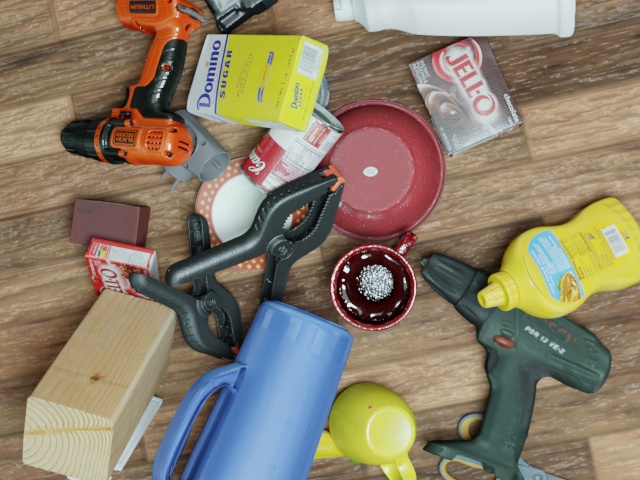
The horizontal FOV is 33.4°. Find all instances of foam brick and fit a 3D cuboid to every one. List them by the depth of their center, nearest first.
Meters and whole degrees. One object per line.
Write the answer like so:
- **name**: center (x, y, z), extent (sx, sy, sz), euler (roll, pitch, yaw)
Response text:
- **foam brick**: center (-0.238, -0.018, 1.213), extent (0.078, 0.051, 0.053), euler (8, 92, 6)

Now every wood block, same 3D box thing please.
- **wood block**: center (-0.229, 0.149, 1.130), extent (0.091, 0.206, 0.090), euler (15, 120, 4)

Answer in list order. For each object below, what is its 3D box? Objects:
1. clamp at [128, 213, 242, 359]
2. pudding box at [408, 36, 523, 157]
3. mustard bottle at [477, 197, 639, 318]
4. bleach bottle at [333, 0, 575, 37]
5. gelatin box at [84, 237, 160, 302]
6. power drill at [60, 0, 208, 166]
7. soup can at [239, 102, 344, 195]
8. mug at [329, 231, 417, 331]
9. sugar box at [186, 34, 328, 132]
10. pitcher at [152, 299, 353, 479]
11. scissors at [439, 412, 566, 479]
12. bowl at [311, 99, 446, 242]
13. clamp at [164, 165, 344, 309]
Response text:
- **clamp**: center (-0.141, 0.069, 1.174), extent (0.120, 0.039, 0.171), euler (-35, 111, -35)
- **pudding box**: center (0.159, -0.160, 1.170), extent (0.090, 0.039, 0.113), euler (-24, 89, 6)
- **mustard bottle**: center (0.249, 0.029, 1.119), extent (0.191, 0.058, 0.096), euler (-21, 79, -19)
- **bleach bottle**: center (0.140, -0.257, 1.144), extent (0.251, 0.068, 0.102), euler (-4, 49, 8)
- **gelatin box**: center (-0.220, 0.038, 1.196), extent (0.073, 0.089, 0.030), euler (12, 57, 4)
- **power drill**: center (-0.206, -0.175, 1.185), extent (0.185, 0.057, 0.187), euler (8, 87, 33)
- **soup can**: center (-0.030, -0.099, 1.149), extent (0.068, 0.068, 0.102), euler (39, 105, 4)
- **mug**: center (0.066, 0.039, 1.165), extent (0.093, 0.081, 0.117), euler (34, 95, 4)
- **sugar box**: center (-0.071, -0.170, 1.137), extent (0.177, 0.048, 0.093), euler (13, 86, 47)
- **pitcher**: center (-0.064, 0.187, 1.126), extent (0.145, 0.149, 0.243), euler (20, 84, 13)
- **scissors**: center (0.234, 0.243, 1.186), extent (0.202, 0.016, 0.096), euler (2, 92, 6)
- **bowl**: center (0.058, -0.077, 1.177), extent (0.162, 0.055, 0.162), euler (0, 92, 7)
- **clamp**: center (-0.057, 0.001, 1.141), extent (0.210, 0.164, 0.036), euler (-53, 44, 14)
